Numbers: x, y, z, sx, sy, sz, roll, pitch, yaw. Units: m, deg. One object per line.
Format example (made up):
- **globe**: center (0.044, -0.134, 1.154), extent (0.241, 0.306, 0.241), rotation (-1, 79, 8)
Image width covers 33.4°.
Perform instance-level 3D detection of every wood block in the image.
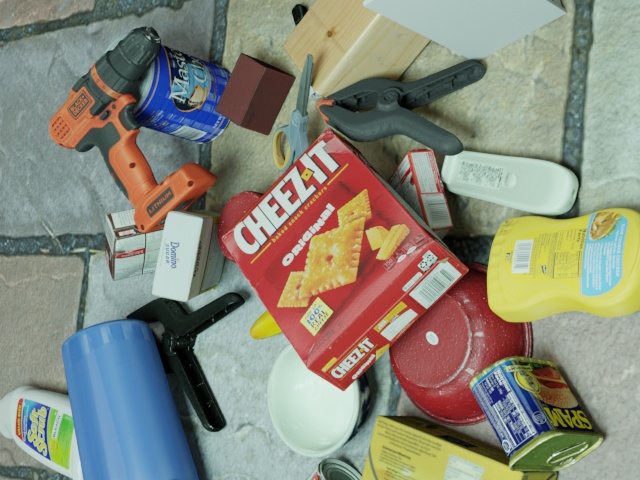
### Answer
- **wood block**: center (0.067, -0.246, 1.115), extent (0.206, 0.090, 0.091), rotation (-49, 52, 23)

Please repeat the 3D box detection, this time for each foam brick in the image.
- **foam brick**: center (-0.077, -0.172, 1.254), extent (0.051, 0.052, 0.078), rotation (37, 105, 39)

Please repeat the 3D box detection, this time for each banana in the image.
- **banana**: center (-0.015, 0.073, 1.137), extent (0.037, 0.069, 0.198), rotation (59, 153, -6)

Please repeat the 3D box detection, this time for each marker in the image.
- **marker**: center (-0.015, -0.220, 1.231), extent (0.020, 0.020, 0.121), rotation (-27, 65, 35)

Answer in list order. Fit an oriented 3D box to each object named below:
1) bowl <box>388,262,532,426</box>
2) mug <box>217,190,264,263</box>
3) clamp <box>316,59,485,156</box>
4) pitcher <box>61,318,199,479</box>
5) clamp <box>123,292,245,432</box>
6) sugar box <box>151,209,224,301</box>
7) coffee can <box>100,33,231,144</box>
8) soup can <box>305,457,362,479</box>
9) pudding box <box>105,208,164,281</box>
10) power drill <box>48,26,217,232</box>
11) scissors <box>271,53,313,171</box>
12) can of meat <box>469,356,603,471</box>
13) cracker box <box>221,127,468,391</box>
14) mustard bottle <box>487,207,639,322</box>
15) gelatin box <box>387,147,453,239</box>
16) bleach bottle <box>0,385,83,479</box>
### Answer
- **bowl**: center (0.120, 0.097, 1.029), extent (0.162, 0.055, 0.162), rotation (-9, 76, 39)
- **mug**: center (-0.058, 0.001, 1.184), extent (0.093, 0.081, 0.117), rotation (-28, 64, 34)
- **clamp**: center (0.083, -0.140, 1.078), extent (0.172, 0.039, 0.120), rotation (11, 51, 29)
- **pitcher**: center (-0.228, 0.224, 1.242), extent (0.149, 0.145, 0.243), rotation (-19, 73, 5)
- **clamp**: center (-0.166, 0.114, 1.283), extent (0.210, 0.036, 0.164), rotation (26, 105, 43)
- **sugar box**: center (-0.143, 0.013, 1.200), extent (0.048, 0.176, 0.093), rotation (12, 92, 7)
- **coffee can**: center (-0.187, -0.181, 1.292), extent (0.103, 0.140, 0.103), rotation (-9, 76, 40)
- **soup can**: center (-0.002, 0.281, 1.091), extent (0.102, 0.068, 0.069), rotation (-54, 53, 19)
- **pudding box**: center (-0.210, 0.001, 1.280), extent (0.114, 0.090, 0.039), rotation (112, 140, -60)
- **power drill**: center (-0.199, -0.118, 1.186), extent (0.185, 0.057, 0.188), rotation (-41, 81, 30)
- **scissors**: center (-0.015, -0.112, 1.145), extent (0.096, 0.016, 0.202), rotation (62, 158, 11)
- **can of meat**: center (0.187, 0.151, 0.931), extent (0.058, 0.101, 0.084), rotation (-45, 54, 27)
- **cracker box**: center (0.015, 0.012, 1.023), extent (0.164, 0.072, 0.214), rotation (-45, 44, 7)
- **mustard bottle**: center (0.243, 0.020, 0.933), extent (0.192, 0.058, 0.096), rotation (-7, 59, 40)
- **gelatin box**: center (0.099, -0.037, 1.069), extent (0.073, 0.030, 0.089), rotation (120, 141, -62)
- **bleach bottle**: center (-0.359, 0.252, 1.412), extent (0.251, 0.067, 0.102), rotation (4, 84, 44)
